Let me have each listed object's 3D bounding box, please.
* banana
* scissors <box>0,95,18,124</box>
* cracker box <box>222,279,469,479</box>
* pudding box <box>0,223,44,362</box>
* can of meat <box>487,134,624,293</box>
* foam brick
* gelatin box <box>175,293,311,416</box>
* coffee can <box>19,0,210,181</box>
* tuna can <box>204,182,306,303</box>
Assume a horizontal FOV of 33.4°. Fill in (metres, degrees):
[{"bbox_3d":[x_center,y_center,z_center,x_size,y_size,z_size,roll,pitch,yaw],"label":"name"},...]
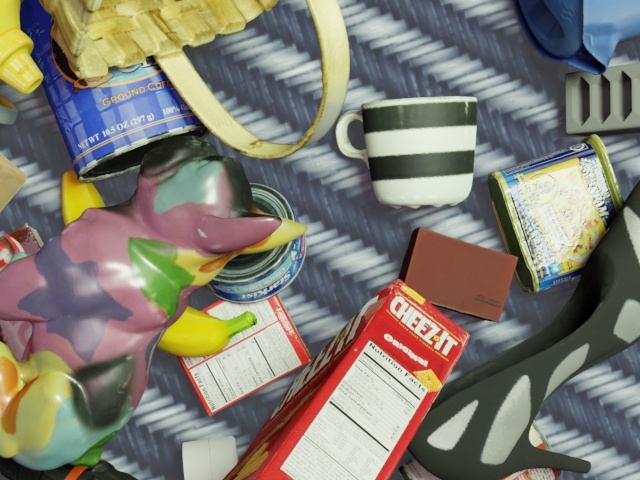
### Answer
[{"bbox_3d":[-0.131,0.027,0.777,0.198,0.037,0.069,37,96,21],"label":"banana"},{"bbox_3d":[-0.260,-0.103,0.712,0.096,0.201,0.016,28,94,1],"label":"scissors"},{"bbox_3d":[-0.010,0.142,0.686,0.072,0.164,0.213,40,44,-1],"label":"cracker box"},{"bbox_3d":[-0.227,0.057,0.787,0.090,0.039,0.113,-29,89,-4],"label":"pudding box"},{"bbox_3d":[0.181,-0.018,0.807,0.084,0.057,0.102,-18,89,-3],"label":"can of meat"},{"bbox_3d":[0.100,0.026,0.802,0.078,0.051,0.053,18,87,-2],"label":"foam brick"},{"bbox_3d":[-0.062,0.078,0.801,0.089,0.030,0.073,-28,90,-2],"label":"gelatin box"},{"bbox_3d":[-0.151,-0.126,0.768,0.102,0.103,0.140,-21,89,-4],"label":"coffee can"},{"bbox_3d":[-0.055,0.001,0.784,0.086,0.033,0.086,-6,61,11],"label":"tuna can"}]
